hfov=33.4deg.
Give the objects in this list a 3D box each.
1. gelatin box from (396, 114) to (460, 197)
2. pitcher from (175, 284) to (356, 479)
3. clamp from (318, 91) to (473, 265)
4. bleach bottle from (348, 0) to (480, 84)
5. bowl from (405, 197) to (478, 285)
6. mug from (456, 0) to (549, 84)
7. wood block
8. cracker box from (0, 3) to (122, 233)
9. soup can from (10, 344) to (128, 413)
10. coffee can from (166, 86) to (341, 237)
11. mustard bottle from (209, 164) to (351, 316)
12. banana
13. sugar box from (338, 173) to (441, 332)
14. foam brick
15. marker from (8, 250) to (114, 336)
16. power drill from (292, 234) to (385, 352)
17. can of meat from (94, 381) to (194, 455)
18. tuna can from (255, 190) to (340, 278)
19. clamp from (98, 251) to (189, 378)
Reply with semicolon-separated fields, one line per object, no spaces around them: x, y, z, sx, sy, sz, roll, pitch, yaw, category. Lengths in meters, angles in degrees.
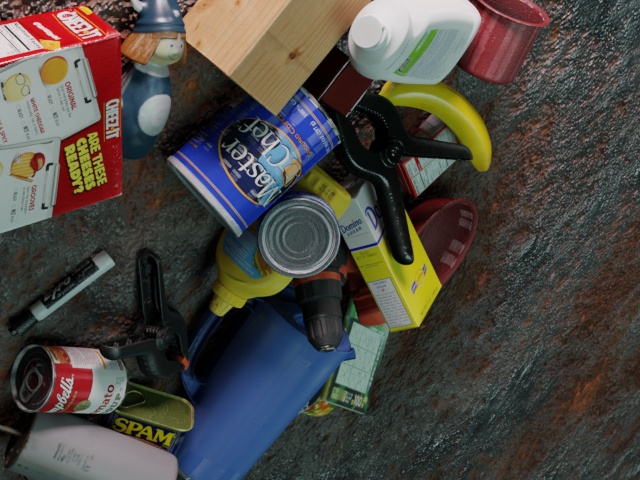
0.128;-0.106;1.287;0.089;0.030;0.073;-42;145;-9;gelatin box
-0.088;0.170;1.260;0.243;0.149;0.144;-53;163;14;pitcher
0.069;-0.084;1.161;0.209;0.036;0.164;36;68;-30;clamp
0.086;-0.203;1.039;0.103;0.068;0.250;-57;168;17;bleach bottle
0.129;0.004;1.361;0.161;0.055;0.162;-34;145;-29;bowl
0.199;-0.233;1.201;0.117;0.093;0.082;-61;175;-58;mug
-0.021;-0.230;0.965;0.206;0.090;0.090;-50;145;4;wood block
-0.270;-0.087;0.862;0.213;0.072;0.164;-22;138;-32;cracker box
-0.257;0.144;1.098;0.102;0.069;0.068;14;113;-52;soup can
-0.065;-0.087;1.044;0.140;0.103;0.102;-43;144;-6;coffee can
-0.057;0.002;1.141;0.192;0.096;0.058;-53;151;8;mustard bottle
0.139;-0.143;1.226;0.197;0.037;0.070;24;121;-31;banana
0.076;0.006;1.225;0.176;0.048;0.093;65;33;-20;sugar box
0.004;-0.168;1.060;0.053;0.078;0.051;-52;145;10;foam brick
-0.256;0.054;1.053;0.121;0.020;0.020;-39;144;-12;marker
0.026;0.047;1.225;0.057;0.184;0.187;-16;160;23;power drill
-0.205;0.215;1.203;0.102;0.057;0.084;20;116;-16;can of meat
-0.022;-0.006;1.080;0.086;0.034;0.086;-1;104;-3;tuna can
-0.176;0.088;1.140;0.120;0.039;0.171;-67;161;-14;clamp
